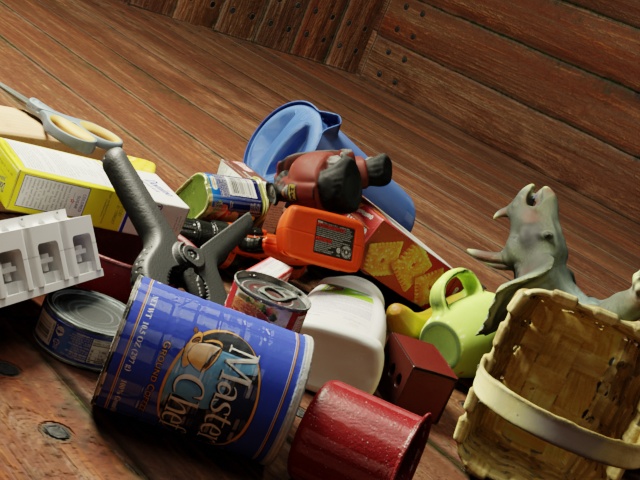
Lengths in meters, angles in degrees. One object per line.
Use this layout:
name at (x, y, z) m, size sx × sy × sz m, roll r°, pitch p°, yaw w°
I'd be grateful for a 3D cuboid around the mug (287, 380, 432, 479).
mug at (0.029, 0.160, 0.806) m, size 0.081 × 0.093 × 0.117 m, roll 22°, pitch -17°, yaw 17°

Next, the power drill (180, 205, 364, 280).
power drill at (-0.057, 0.001, 1.141) m, size 0.184 × 0.057 × 0.188 m, roll 12°, pitch -10°, yaw -34°

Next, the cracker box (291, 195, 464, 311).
cracker box at (0.083, 0.014, 1.322) m, size 0.213 × 0.072 × 0.164 m, roll 35°, pitch 5°, yaw -38°

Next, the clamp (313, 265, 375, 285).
clamp at (-0.007, 0.013, 1.343) m, size 0.120 × 0.039 × 0.172 m, roll 34°, pitch 3°, yaw -27°

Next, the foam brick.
foam brick at (0.091, 0.133, 1.042) m, size 0.051 × 0.053 × 0.078 m, roll 18°, pitch 15°, yaw -19°

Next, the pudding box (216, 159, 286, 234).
pudding box at (-0.096, -0.037, 1.298) m, size 0.039 × 0.090 × 0.114 m, roll 8°, pitch 21°, yaw -38°

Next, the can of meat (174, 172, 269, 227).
can of meat at (-0.124, -0.034, 1.231) m, size 0.083 × 0.102 × 0.057 m, roll 6°, pitch 57°, yaw -41°

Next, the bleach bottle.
bleach bottle at (0.028, 0.084, 1.082) m, size 0.102 × 0.068 × 0.250 m, roll 17°, pitch 14°, yaw 7°

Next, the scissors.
scissors at (-0.286, -0.137, 1.150) m, size 0.096 × 0.016 × 0.202 m, roll 10°, pitch 20°, yaw -46°

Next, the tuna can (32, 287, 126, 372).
tuna can at (-0.190, 0.072, 0.875) m, size 0.086 × 0.034 × 0.086 m, roll 21°, pitch 14°, yaw -6°

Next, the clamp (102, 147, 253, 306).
clamp at (-0.117, 0.021, 0.954) m, size 0.164 × 0.036 × 0.210 m, roll 20°, pitch 42°, yaw -36°

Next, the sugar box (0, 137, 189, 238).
sugar box at (-0.222, -0.047, 1.011) m, size 0.175 × 0.048 × 0.093 m, roll 16°, pitch 16°, yaw -37°

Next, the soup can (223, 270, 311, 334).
soup can at (-0.057, 0.085, 0.889) m, size 0.068 × 0.102 × 0.068 m, roll 21°, pitch 15°, yaw -6°

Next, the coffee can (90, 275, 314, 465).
coffee can at (-0.088, 0.097, 0.799) m, size 0.140 × 0.103 × 0.103 m, roll 21°, pitch 15°, yaw -7°

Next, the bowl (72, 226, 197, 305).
bowl at (-0.195, 0.018, 1.018) m, size 0.162 × 0.055 × 0.162 m, roll 21°, pitch 14°, yaw -6°

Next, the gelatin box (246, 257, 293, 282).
gelatin box at (-0.062, 0.061, 1.029) m, size 0.030 × 0.073 × 0.089 m, roll 25°, pitch 14°, yaw 9°

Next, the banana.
banana at (0.120, 0.088, 1.221) m, size 0.037 × 0.070 × 0.197 m, roll 19°, pitch 17°, yaw 29°

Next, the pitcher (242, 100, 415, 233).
pitcher at (0.011, -0.067, 1.440) m, size 0.149 × 0.145 × 0.242 m, roll 16°, pitch -14°, yaw 48°
